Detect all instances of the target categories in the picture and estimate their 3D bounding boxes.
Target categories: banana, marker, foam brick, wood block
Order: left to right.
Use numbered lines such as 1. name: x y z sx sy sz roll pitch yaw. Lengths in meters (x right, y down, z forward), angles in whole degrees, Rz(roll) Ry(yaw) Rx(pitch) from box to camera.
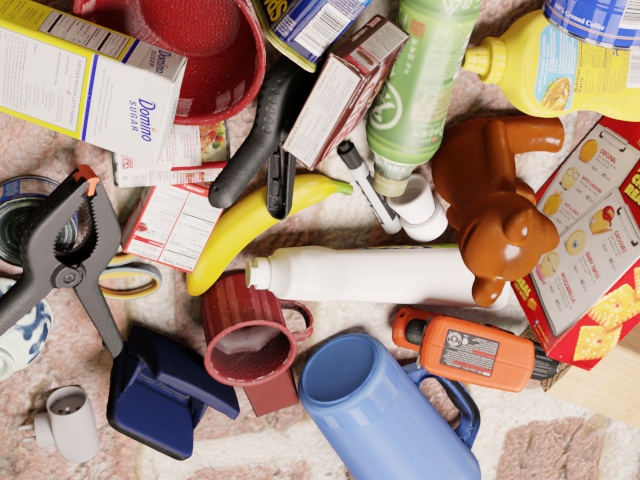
1. banana: -0.063 -0.012 1.033 0.198 0.037 0.069 -32 128 12
2. foam brick: -0.060 0.141 1.146 0.051 0.053 0.078 -18 129 1
3. marker: 0.048 -0.052 1.040 0.020 0.020 0.121 -27 129 9
4. wood block: 0.342 0.142 1.220 0.205 0.091 0.090 22 120 -28

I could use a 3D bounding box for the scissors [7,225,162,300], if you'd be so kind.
1. scissors: -0.251 0.022 1.030 0.201 0.016 0.096 4 125 -16

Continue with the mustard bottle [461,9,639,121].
1. mustard bottle: 0.219 -0.159 0.964 0.191 0.058 0.096 1 103 -13

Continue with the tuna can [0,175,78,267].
1. tuna can: -0.267 -0.016 0.983 0.086 0.034 0.086 -7 129 -8

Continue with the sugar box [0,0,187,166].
1. sugar box: -0.202 -0.132 0.856 0.176 0.048 0.093 19 134 -4

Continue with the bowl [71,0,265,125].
1. bowl: -0.115 -0.172 0.860 0.162 0.055 0.162 10 135 10

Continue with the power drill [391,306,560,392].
1. power drill: 0.164 0.113 1.081 0.184 0.187 0.057 12 88 3

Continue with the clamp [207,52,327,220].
1. clamp: -0.041 -0.095 0.926 0.039 0.120 0.171 21 104 21

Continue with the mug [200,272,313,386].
1. mug: -0.065 0.085 1.079 0.117 0.081 0.093 -8 132 -9

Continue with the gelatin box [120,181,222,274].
1. gelatin box: -0.138 -0.020 1.005 0.073 0.030 0.089 19 110 -26

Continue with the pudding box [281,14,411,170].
1. pudding box: 0.021 -0.124 0.893 0.039 0.089 0.114 35 134 6

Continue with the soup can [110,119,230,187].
1. soup can: -0.133 -0.083 0.939 0.102 0.068 0.068 -5 129 -10

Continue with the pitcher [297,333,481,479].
1. pitcher: 0.082 0.208 1.197 0.145 0.149 0.242 -18 129 22

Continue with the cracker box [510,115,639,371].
1. cracker box: 0.279 -0.005 1.039 0.072 0.164 0.214 21 120 -30

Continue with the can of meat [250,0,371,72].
1. can of meat: -0.005 -0.198 0.858 0.057 0.102 0.084 32 113 -32

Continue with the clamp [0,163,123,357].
1. clamp: -0.243 0.030 0.965 0.164 0.036 0.210 -7 125 -35

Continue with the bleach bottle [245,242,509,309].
1. bleach bottle: 0.053 0.034 1.059 0.250 0.103 0.068 1 91 -14
